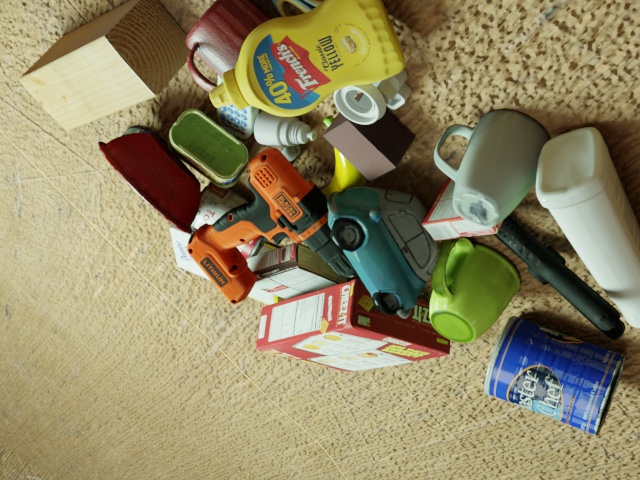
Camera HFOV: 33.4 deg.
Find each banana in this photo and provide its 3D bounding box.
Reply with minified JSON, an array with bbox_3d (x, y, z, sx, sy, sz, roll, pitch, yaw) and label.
[{"bbox_3d":[0.019,-0.072,1.266,0.070,0.037,0.198,46,149,16],"label":"banana"}]

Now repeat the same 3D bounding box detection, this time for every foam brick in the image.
[{"bbox_3d":[0.053,-0.113,1.161,0.078,0.053,0.051,44,147,-15],"label":"foam brick"}]

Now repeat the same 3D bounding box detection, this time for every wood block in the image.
[{"bbox_3d":[-0.256,-0.209,1.270,0.207,0.090,0.090,-10,128,48],"label":"wood block"}]

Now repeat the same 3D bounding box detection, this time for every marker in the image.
[{"bbox_3d":[-0.057,-0.087,1.323,0.020,0.020,0.121,38,148,-7],"label":"marker"}]

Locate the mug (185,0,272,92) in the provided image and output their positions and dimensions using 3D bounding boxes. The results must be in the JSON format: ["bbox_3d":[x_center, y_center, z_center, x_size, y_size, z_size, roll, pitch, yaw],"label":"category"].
[{"bbox_3d":[-0.094,-0.202,1.117,0.081,0.117,0.093,42,154,-5],"label":"mug"}]

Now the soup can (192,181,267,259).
[{"bbox_3d":[-0.118,-0.026,1.414,0.102,0.068,0.069,33,148,2],"label":"soup can"}]

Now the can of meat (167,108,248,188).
[{"bbox_3d":[-0.135,-0.112,1.294,0.102,0.057,0.084,36,175,-5],"label":"can of meat"}]

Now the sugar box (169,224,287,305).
[{"bbox_3d":[-0.125,0.027,1.512,0.176,0.048,0.093,24,145,20],"label":"sugar box"}]

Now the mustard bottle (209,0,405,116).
[{"bbox_3d":[-0.020,-0.176,1.045,0.192,0.058,0.096,-22,111,12],"label":"mustard bottle"}]

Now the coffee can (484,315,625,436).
[{"bbox_3d":[0.280,0.161,1.280,0.140,0.102,0.103,19,145,21],"label":"coffee can"}]

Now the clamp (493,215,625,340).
[{"bbox_3d":[0.244,0.030,1.135,0.210,0.036,0.164,44,-175,12],"label":"clamp"}]

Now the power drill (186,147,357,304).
[{"bbox_3d":[-0.058,0.002,1.294,0.188,0.057,0.184,-36,96,33],"label":"power drill"}]

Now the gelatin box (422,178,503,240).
[{"bbox_3d":[0.163,-0.038,1.146,0.089,0.073,0.030,-8,131,45],"label":"gelatin box"}]

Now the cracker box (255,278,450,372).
[{"bbox_3d":[0.042,0.116,1.407,0.164,0.072,0.214,18,157,-32],"label":"cracker box"}]

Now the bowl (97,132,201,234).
[{"bbox_3d":[-0.200,-0.083,1.331,0.162,0.055,0.162,46,-178,-3],"label":"bowl"}]

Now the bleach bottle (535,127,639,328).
[{"bbox_3d":[0.296,0.010,1.067,0.068,0.102,0.250,-18,125,28],"label":"bleach bottle"}]

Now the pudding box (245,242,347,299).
[{"bbox_3d":[-0.031,0.043,1.396,0.090,0.039,0.113,-19,155,32],"label":"pudding box"}]
